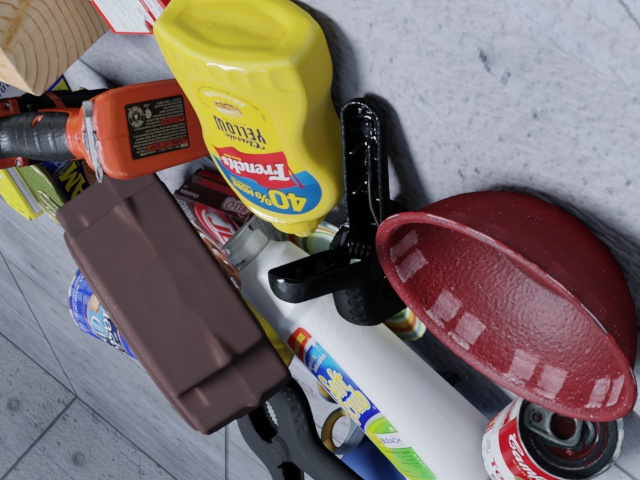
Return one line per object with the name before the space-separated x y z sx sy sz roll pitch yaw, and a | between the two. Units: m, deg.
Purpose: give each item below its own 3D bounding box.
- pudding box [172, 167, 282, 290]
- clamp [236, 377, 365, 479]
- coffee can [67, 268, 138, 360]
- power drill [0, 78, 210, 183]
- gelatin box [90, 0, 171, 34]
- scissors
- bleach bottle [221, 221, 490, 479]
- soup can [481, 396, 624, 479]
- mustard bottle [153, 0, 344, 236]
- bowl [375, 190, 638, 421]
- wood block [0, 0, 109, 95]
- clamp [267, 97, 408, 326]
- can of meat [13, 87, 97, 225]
pudding box | -0.056 0.001 0.841 0.090 0.039 0.113 21 152 43
clamp | -0.020 0.183 0.934 0.165 0.036 0.210 -36 75 49
coffee can | -0.192 0.072 1.139 0.141 0.102 0.102 16 149 49
power drill | -0.160 -0.079 0.742 0.188 0.184 0.057 1 106 38
gelatin box | -0.112 -0.158 0.628 0.089 0.030 0.073 14 146 50
scissors | 0.049 0.146 0.904 0.016 0.096 0.202 12 177 -29
bleach bottle | 0.023 0.085 0.784 0.250 0.068 0.103 45 160 -9
soup can | 0.150 0.132 0.705 0.068 0.068 0.102 38 160 9
mustard bottle | -0.028 -0.062 0.633 0.096 0.058 0.191 19 153 23
bowl | 0.109 0.025 0.572 0.162 0.055 0.162 35 159 15
wood block | -0.240 -0.180 0.722 0.206 0.090 0.090 24 154 40
clamp | 0.020 0.011 0.624 0.039 0.120 0.171 22 157 29
can of meat | -0.206 -0.067 0.905 0.057 0.084 0.102 30 157 26
